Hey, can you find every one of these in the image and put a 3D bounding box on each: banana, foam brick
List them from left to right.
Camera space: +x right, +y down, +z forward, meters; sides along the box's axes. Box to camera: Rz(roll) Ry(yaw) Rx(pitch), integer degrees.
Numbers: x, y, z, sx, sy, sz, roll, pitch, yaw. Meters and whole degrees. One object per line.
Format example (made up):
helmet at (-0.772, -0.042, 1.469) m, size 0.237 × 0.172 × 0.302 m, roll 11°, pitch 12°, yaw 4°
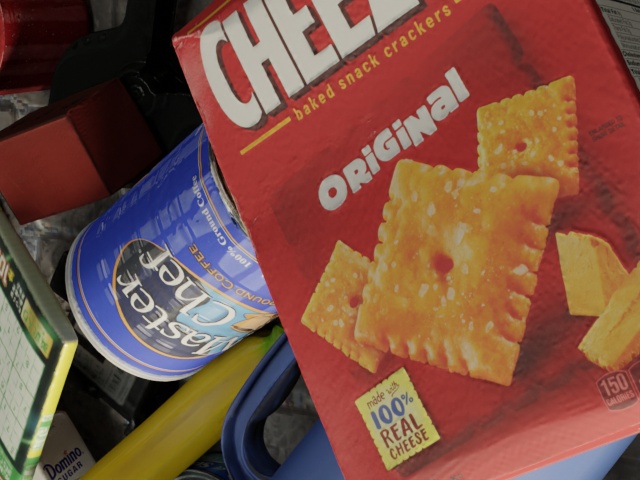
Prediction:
foam brick at (-0.139, -0.049, 0.590) m, size 0.078 × 0.052 × 0.051 m, roll -14°, pitch 111°, yaw 34°
banana at (-0.087, 0.111, 0.613) m, size 0.198 × 0.069 × 0.037 m, roll -43°, pitch 71°, yaw 6°

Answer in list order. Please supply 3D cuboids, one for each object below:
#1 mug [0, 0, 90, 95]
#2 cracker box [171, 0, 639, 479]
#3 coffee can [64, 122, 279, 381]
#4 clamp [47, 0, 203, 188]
mug at (-0.199, -0.120, 0.634) m, size 0.117 × 0.081 × 0.093 m, roll -40°, pitch 81°, yaw 31°
cracker box at (0.050, -0.023, 0.391) m, size 0.164 × 0.071 × 0.214 m, roll -31°, pitch 76°, yaw 35°
coffee can at (-0.054, 0.001, 0.553) m, size 0.141 × 0.102 × 0.103 m, roll -35°, pitch 83°, yaw 40°
clamp at (-0.096, -0.098, 0.598) m, size 0.210 × 0.036 × 0.164 m, roll -24°, pitch 100°, yaw 35°
